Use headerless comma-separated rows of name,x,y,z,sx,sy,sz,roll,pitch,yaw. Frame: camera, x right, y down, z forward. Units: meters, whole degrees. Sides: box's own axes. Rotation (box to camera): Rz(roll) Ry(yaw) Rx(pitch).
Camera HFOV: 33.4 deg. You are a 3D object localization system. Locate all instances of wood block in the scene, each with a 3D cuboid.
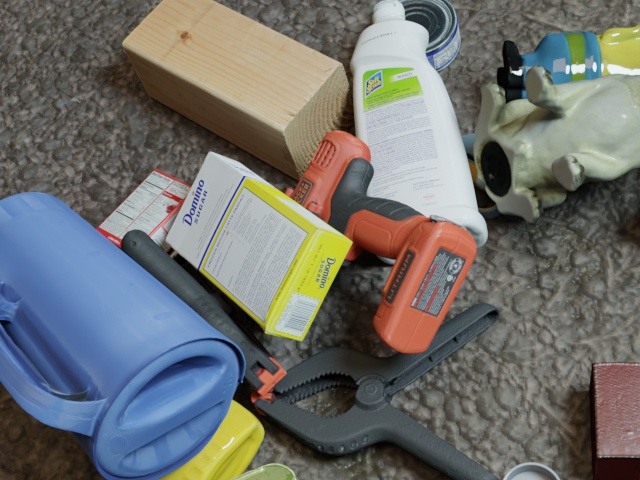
wood block,-0.077,-0.153,1.027,0.206,0.090,0.090,31,71,26

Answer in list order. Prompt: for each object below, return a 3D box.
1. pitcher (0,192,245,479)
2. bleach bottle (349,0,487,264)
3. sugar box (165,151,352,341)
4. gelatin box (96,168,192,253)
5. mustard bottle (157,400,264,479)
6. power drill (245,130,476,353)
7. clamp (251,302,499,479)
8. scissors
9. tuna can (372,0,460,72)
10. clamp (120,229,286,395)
pitcher,-0.186,0.064,0.821,0.145,0.149,0.243,-40,55,-18
bleach bottle,0.081,-0.108,0.958,0.103,0.068,0.251,-12,64,16
sugar box,-0.055,0.001,0.881,0.176,0.048,0.093,38,103,50
gelatin box,-0.155,-0.019,0.988,0.089,0.030,0.073,-48,42,-17
mustard bottle,-0.145,0.138,0.884,0.192,0.058,0.096,32,75,27
power drill,0.024,0.018,0.865,0.188,0.057,0.184,33,100,45
clamp,0.050,0.119,0.864,0.210,0.036,0.164,2,55,18
scissors,0.115,-0.100,0.994,0.096,0.016,0.202,-34,59,-8
tuna can,0.094,-0.204,1.052,0.086,0.033,0.086,-6,58,9
clamp,-0.097,0.057,0.884,0.039,0.120,0.172,-50,58,3
